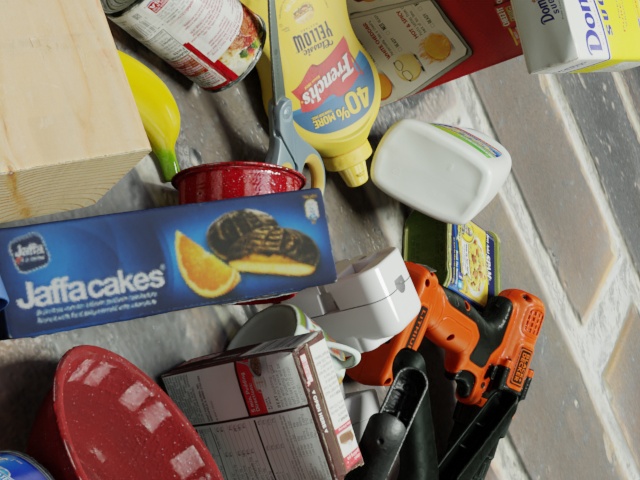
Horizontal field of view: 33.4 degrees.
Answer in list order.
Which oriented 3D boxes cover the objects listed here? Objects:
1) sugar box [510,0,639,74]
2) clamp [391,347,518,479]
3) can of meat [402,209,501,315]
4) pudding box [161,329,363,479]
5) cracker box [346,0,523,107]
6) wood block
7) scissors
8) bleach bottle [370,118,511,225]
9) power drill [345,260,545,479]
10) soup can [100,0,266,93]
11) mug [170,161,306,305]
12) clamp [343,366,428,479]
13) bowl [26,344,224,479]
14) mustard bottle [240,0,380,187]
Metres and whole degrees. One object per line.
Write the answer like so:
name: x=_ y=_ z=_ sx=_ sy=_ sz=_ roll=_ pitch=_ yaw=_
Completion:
sugar box: x=0.202 y=-0.176 z=0.810 sx=0.175 sy=0.048 sz=0.093 roll=-14 pitch=91 yaw=-56
clamp: x=0.092 y=0.196 z=0.834 sx=0.164 sy=0.036 sz=0.210 roll=16 pitch=84 yaw=-47
can of meat: x=0.121 y=0.023 z=0.985 sx=0.083 sy=0.058 sz=0.102 roll=31 pitch=52 yaw=-41
pudding box: x=-0.039 y=0.113 z=0.678 sx=0.039 sy=0.114 sz=0.090 roll=-23 pitch=97 yaw=-56
cracker box: x=0.071 y=-0.208 z=0.871 sx=0.164 sy=0.214 sz=0.072 roll=63 pitch=35 yaw=-16
wood block: x=-0.176 y=-0.120 z=0.561 sx=0.090 sy=0.091 sz=0.206 roll=-14 pitch=81 yaw=-36
scissors: x=-0.020 y=-0.092 z=0.801 sx=0.096 sy=0.016 sz=0.202 roll=-23 pitch=120 yaw=-59
bleach bottle: x=0.122 y=-0.074 z=0.986 sx=0.102 sy=0.068 sz=0.250 roll=29 pitch=16 yaw=8
power drill: x=0.105 y=0.109 z=0.902 sx=0.187 sy=0.057 sz=0.184 roll=27 pitch=79 yaw=-41
soup can: x=-0.096 y=-0.158 z=0.748 sx=0.102 sy=0.069 sz=0.068 roll=34 pitch=51 yaw=-42
mug: x=-0.055 y=0.001 z=0.736 sx=0.117 sy=0.093 sz=0.081 roll=82 pitch=7 yaw=-77
clamp: x=0.026 y=0.170 z=0.722 sx=0.171 sy=0.039 sz=0.120 roll=-68 pitch=165 yaw=5
bowl: x=-0.110 y=0.139 z=0.586 sx=0.162 sy=0.055 sz=0.162 roll=52 pitch=10 yaw=-14
mustard bottle: x=-0.004 y=-0.131 z=0.852 sx=0.096 sy=0.058 sz=0.191 roll=-30 pitch=111 yaw=-19
